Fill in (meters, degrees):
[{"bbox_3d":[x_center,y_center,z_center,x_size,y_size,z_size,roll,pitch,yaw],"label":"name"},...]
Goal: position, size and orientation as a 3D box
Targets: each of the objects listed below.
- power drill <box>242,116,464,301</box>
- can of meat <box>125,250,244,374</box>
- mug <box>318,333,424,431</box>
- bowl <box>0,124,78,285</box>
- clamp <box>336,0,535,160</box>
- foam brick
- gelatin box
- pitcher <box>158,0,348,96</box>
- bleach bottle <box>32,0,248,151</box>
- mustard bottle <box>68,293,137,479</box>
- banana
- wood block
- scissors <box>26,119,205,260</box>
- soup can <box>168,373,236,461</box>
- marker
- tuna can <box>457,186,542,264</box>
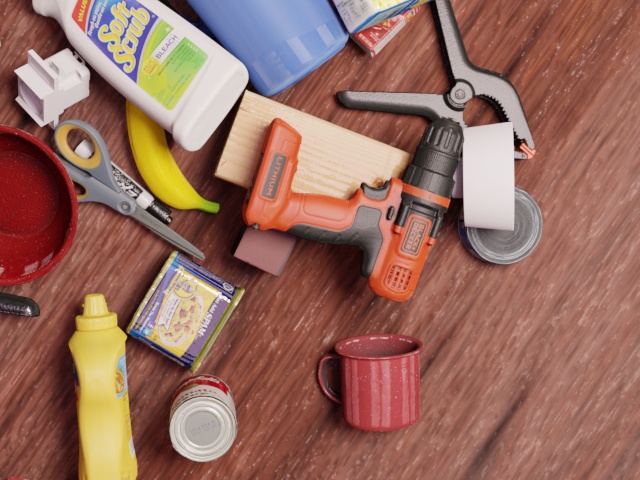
[{"bbox_3d":[0.032,-0.051,1.012,0.187,0.057,0.184,19,92,-8],"label":"power drill"},{"bbox_3d":[-0.140,0.072,1.095,0.084,0.057,0.102,31,90,-6],"label":"can of meat"},{"bbox_3d":[0.051,0.147,1.114,0.117,0.093,0.081,2,101,24],"label":"mug"},{"bbox_3d":[-0.311,-0.039,1.056,0.162,0.055,0.162,1,105,5],"label":"bowl"},{"bbox_3d":[0.132,-0.147,1.117,0.164,0.036,0.210,-45,94,0],"label":"clamp"},{"bbox_3d":[-0.057,0.001,1.088,0.051,0.078,0.053,25,89,-8],"label":"foam brick"},{"bbox_3d":[0.047,-0.244,1.090,0.073,0.030,0.089,-45,79,0],"label":"gelatin box"},{"bbox_3d":[-0.089,-0.261,1.046,0.145,0.149,0.243,-39,101,-17],"label":"pitcher"},{"bbox_3d":[-0.196,-0.197,1.039,0.251,0.068,0.102,36,87,11],"label":"bleach bottle"},{"bbox_3d":[-0.220,0.149,1.072,0.058,0.096,0.191,-3,95,-4],"label":"mustard bottle"},{"bbox_3d":[-0.163,-0.114,1.089,0.069,0.037,0.198,-19,98,-24],"label":"banana"},{"bbox_3d":[0.003,-0.071,1.083,0.206,0.090,0.091,21,91,-8],"label":"wood block"},{"bbox_3d":[-0.197,-0.055,1.075,0.202,0.016,0.096,21,115,1],"label":"scissors"},{"bbox_3d":[-0.120,0.179,1.083,0.068,0.102,0.068,-1,95,-6],"label":"soup can"},{"bbox_3d":[-0.200,-0.058,1.096,0.121,0.020,0.020,41,89,-8],"label":"marker"},{"bbox_3d":[0.192,-0.017,1.136,0.086,0.034,0.086,-1,95,-6],"label":"tuna can"}]
